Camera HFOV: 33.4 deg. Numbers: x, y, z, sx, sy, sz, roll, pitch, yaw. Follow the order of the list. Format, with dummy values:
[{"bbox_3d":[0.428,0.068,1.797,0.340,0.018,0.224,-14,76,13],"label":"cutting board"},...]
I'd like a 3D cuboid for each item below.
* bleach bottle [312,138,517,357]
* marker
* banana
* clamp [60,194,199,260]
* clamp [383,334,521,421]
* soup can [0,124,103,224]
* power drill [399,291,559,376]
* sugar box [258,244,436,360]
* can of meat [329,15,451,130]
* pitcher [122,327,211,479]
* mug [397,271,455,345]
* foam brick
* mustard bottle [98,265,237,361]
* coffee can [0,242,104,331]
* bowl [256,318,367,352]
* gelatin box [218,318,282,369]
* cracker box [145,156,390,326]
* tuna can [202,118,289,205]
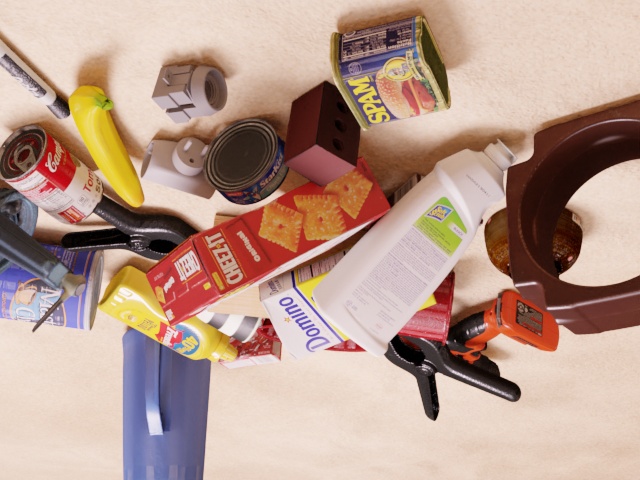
[{"bbox_3d":[0.110,0.000,1.104,0.102,0.068,0.251,39,102,-26],"label":"bleach bottle"},{"bbox_3d":[-0.284,-0.157,1.044,0.020,0.020,0.121,-10,147,24],"label":"marker"},{"bbox_3d":[-0.221,-0.102,1.089,0.037,0.070,0.198,-29,156,-11],"label":"banana"},{"bbox_3d":[-0.226,-0.005,1.279,0.171,0.039,0.120,20,148,-24],"label":"clamp"},{"bbox_3d":[0.153,0.160,1.399,0.165,0.036,0.210,-17,123,42],"label":"clamp"},{"bbox_3d":[-0.291,-0.069,1.150,0.069,0.068,0.102,-11,147,25],"label":"soup can"},{"bbox_3d":[0.226,0.139,1.439,0.184,0.057,0.188,27,144,-31],"label":"power drill"},{"bbox_3d":[0.029,0.060,1.184,0.176,0.048,0.093,-25,117,5],"label":"sugar box"},{"bbox_3d":[0.065,-0.151,0.964,0.084,0.057,0.102,-10,148,19],"label":"can of meat"},{"bbox_3d":[-0.220,0.241,1.500,0.149,0.243,0.145,22,143,-38],"label":"pitcher"},{"bbox_3d":[0.121,0.068,1.316,0.081,0.093,0.117,8,119,4],"label":"mug"},{"bbox_3d":[0.003,-0.103,1.035,0.052,0.078,0.051,28,145,-34],"label":"foam brick"},{"bbox_3d":[-0.193,0.107,1.410,0.191,0.058,0.096,32,143,-17],"label":"mustard bottle"},{"bbox_3d":[-0.350,0.054,1.336,0.140,0.103,0.103,8,150,-6],"label":"coffee can"},{"bbox_3d":[0.000,0.102,1.371,0.162,0.055,0.162,7,166,2],"label":"bowl"},{"bbox_3d":[-0.095,0.133,1.465,0.089,0.073,0.030,-11,147,27],"label":"gelatin box"},{"bbox_3d":[-0.057,0.001,1.102,0.213,0.072,0.164,-26,177,-28],"label":"cracker box"},{"bbox_3d":[-0.074,-0.079,1.080,0.086,0.086,0.033,-10,149,24],"label":"tuna can"}]
